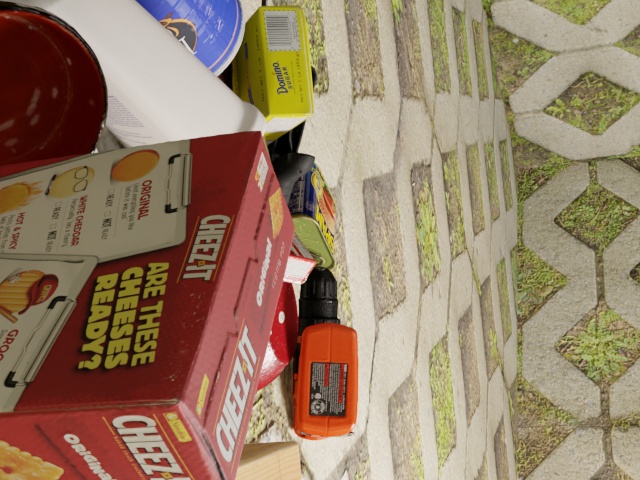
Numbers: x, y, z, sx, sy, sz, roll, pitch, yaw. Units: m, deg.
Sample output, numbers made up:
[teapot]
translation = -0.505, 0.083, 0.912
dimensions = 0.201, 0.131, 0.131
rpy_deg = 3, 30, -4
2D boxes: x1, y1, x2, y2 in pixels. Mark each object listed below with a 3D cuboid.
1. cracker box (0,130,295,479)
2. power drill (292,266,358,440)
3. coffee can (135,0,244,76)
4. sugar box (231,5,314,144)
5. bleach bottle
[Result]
[cracker box]
translation = -0.131, 0.037, 0.490
dimensions = 0.164, 0.214, 0.072
rpy_deg = -78, 156, -45
[power drill]
translation = 0.002, 0.117, 1.072
dimensions = 0.188, 0.057, 0.184
rpy_deg = 142, -51, -86
[coffee can]
translation = -0.127, -0.182, 0.768
dimensions = 0.140, 0.103, 0.103
rpy_deg = 46, 42, -64
[sugar box]
translation = -0.055, -0.136, 0.939
dimensions = 0.176, 0.048, 0.093
rpy_deg = 162, -77, -68
[bleach bottle]
translation = -0.144, -0.131, 0.652
dimensions = 0.250, 0.103, 0.068
rpy_deg = 46, 68, -41
